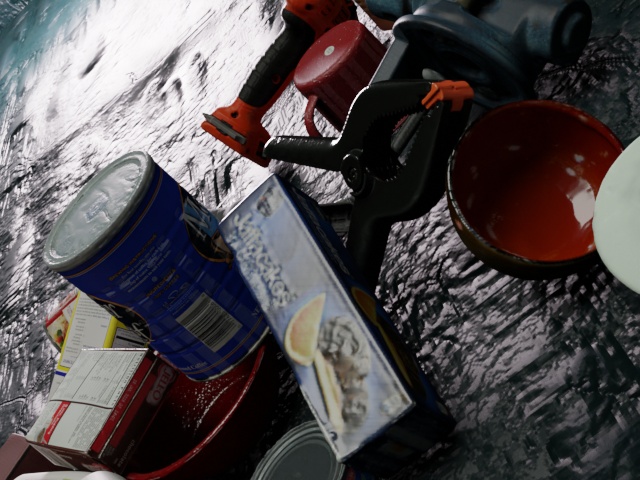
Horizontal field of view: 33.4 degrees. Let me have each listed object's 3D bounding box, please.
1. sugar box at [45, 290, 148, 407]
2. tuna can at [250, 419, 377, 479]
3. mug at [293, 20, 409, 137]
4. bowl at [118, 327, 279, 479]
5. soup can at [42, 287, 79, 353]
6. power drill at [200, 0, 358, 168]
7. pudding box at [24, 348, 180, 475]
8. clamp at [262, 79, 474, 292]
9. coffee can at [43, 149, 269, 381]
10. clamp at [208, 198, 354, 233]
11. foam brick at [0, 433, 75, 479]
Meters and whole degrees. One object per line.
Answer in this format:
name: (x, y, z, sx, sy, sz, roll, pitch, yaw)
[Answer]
sugar box: (-0.191, 0.100, 0.935, 0.094, 0.048, 0.176, 2, 76, 55)
tuna can: (-0.006, 0.157, 0.667, 0.086, 0.033, 0.086, -34, 30, 23)
mug: (0.024, -0.131, 0.945, 0.093, 0.081, 0.117, 3, 56, 56)
bowl: (-0.083, 0.122, 0.798, 0.162, 0.055, 0.162, -34, 30, 23)
soup can: (-0.209, 0.066, 1.034, 0.102, 0.068, 0.068, -43, 28, 8)
power drill: (-0.031, -0.164, 1.036, 0.188, 0.057, 0.184, -58, -15, 4)
pudding box: (-0.166, 0.127, 0.806, 0.114, 0.039, 0.090, -5, 48, 50)
clamp: (0.029, -0.052, 0.729, 0.165, 0.036, 0.210, 62, 141, 23)
coffee can: (-0.109, 0.019, 0.755, 0.103, 0.140, 0.103, -34, 30, 23)
clamp: (-0.064, -0.015, 0.874, 0.172, 0.120, 0.039, -8, 78, 43)
foam brick: (-0.264, 0.216, 0.934, 0.053, 0.051, 0.078, -1, 52, 55)
